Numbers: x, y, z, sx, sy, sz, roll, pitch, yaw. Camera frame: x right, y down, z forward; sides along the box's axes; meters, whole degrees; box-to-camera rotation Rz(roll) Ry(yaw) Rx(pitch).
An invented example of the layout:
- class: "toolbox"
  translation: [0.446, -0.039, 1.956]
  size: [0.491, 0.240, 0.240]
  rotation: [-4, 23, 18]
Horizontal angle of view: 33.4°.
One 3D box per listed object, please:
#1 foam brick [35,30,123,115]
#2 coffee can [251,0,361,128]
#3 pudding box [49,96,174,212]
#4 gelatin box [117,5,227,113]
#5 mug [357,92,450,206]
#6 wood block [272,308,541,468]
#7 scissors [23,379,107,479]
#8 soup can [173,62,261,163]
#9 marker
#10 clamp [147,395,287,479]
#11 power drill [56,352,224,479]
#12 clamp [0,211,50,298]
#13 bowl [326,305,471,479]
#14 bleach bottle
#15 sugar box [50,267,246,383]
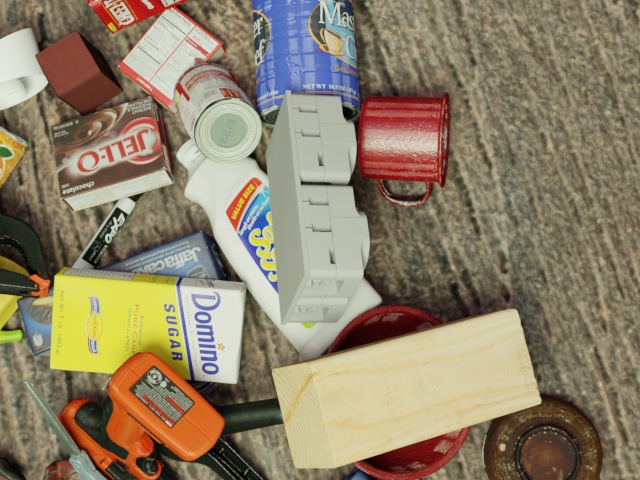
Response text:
- class: "foam brick"
  translation: [-0.245, -0.170, 1.087]
  size: [0.051, 0.078, 0.053]
  rotation: [-30, 80, 3]
- class: "coffee can"
  translation: [-0.015, -0.189, 1.053]
  size: [0.103, 0.103, 0.140]
  rotation: [-4, 82, 5]
- class: "pudding box"
  translation: [-0.211, -0.087, 1.081]
  size: [0.113, 0.039, 0.090]
  rotation: [-17, 62, 4]
- class: "gelatin box"
  translation: [-0.152, -0.188, 1.104]
  size: [0.073, 0.030, 0.089]
  rotation: [39, 87, 10]
- class: "mug"
  translation: [0.082, -0.088, 1.044]
  size: [0.081, 0.093, 0.117]
  rotation: [3, 119, 11]
- class: "wood block"
  translation: [0.075, 0.128, 0.933]
  size: [0.205, 0.091, 0.090]
  rotation: [-12, 84, -24]
- class: "scissors"
  translation: [-0.208, 0.216, 0.995]
  size: [0.096, 0.202, 0.016]
  rotation: [8, 38, 36]
- class: "soup can"
  translation: [-0.101, -0.125, 1.044]
  size: [0.068, 0.102, 0.068]
  rotation: [-9, 120, -15]
- class: "marker"
  translation: [-0.214, -0.016, 1.093]
  size: [0.020, 0.020, 0.121]
  rotation: [33, 87, 9]
- class: "clamp"
  translation: [-0.109, 0.193, 1.024]
  size: [0.210, 0.036, 0.164]
  rotation: [12, 126, 23]
- class: "power drill"
  translation: [-0.156, 0.194, 0.984]
  size: [0.184, 0.188, 0.057]
  rotation: [41, 50, 1]
- class: "clamp"
  translation: [-0.337, 0.001, 1.026]
  size: [0.120, 0.039, 0.171]
  rotation: [-41, 79, -19]
- class: "bowl"
  translation: [0.064, 0.144, 1.006]
  size: [0.161, 0.055, 0.162]
  rotation: [4, 79, -22]
- class: "bleach bottle"
  translation: [-0.057, 0.001, 1.050]
  size: [0.102, 0.068, 0.251]
  rotation: [-40, 78, -14]
- class: "sugar box"
  translation: [-0.161, 0.080, 1.006]
  size: [0.176, 0.048, 0.093]
  rotation: [5, 100, 0]
